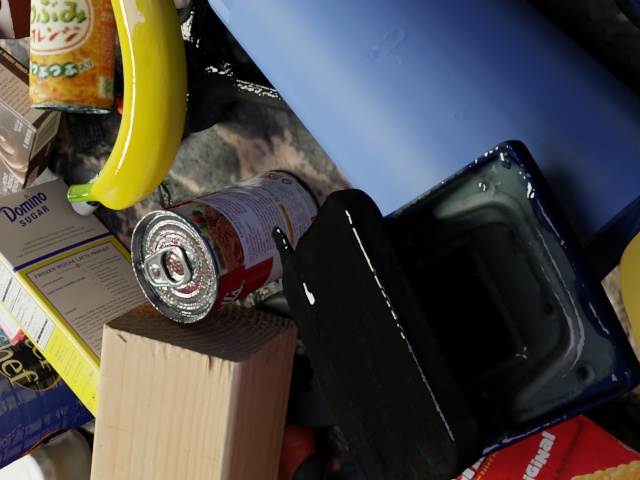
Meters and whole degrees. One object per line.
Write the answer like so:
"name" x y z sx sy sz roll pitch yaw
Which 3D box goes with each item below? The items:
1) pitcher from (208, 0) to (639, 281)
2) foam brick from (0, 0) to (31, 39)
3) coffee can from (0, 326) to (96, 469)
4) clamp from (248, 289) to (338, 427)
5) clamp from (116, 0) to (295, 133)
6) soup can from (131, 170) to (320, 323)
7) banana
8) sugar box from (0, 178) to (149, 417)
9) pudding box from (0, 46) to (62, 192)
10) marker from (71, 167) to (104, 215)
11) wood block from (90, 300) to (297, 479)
"pitcher" 0.062 -0.081 0.513 0.243 0.149 0.145 50 148 17
"foam brick" -0.222 -0.171 0.749 0.078 0.051 0.053 8 112 37
"coffee can" -0.243 0.118 0.820 0.103 0.140 0.103 15 116 34
"clamp" 0.019 0.091 0.664 0.210 0.036 0.164 7 110 40
"clamp" -0.073 -0.122 0.655 0.172 0.039 0.120 -8 100 41
"soup can" -0.054 0.001 0.645 0.069 0.102 0.068 15 116 34
"banana" -0.113 -0.090 0.643 0.069 0.037 0.198 18 123 1
"sugar box" -0.173 0.037 0.764 0.176 0.093 0.048 44 129 19
"pudding box" -0.233 -0.091 0.763 0.090 0.039 0.114 38 148 -3
"marker" -0.139 -0.051 0.750 0.121 0.020 0.020 -34 85 42
"wood block" -0.082 0.146 0.657 0.091 0.090 0.206 14 106 19
